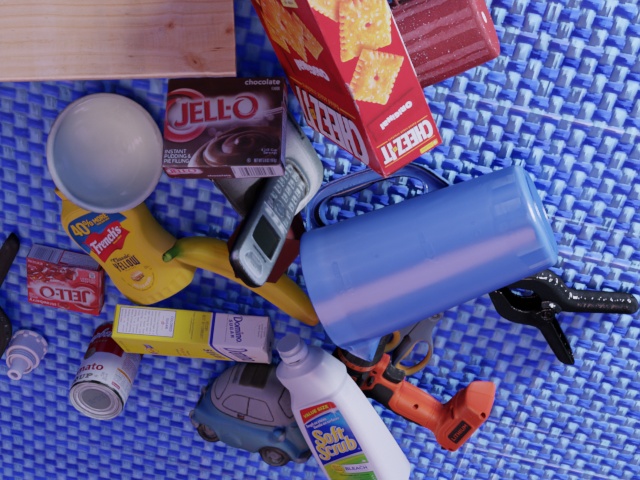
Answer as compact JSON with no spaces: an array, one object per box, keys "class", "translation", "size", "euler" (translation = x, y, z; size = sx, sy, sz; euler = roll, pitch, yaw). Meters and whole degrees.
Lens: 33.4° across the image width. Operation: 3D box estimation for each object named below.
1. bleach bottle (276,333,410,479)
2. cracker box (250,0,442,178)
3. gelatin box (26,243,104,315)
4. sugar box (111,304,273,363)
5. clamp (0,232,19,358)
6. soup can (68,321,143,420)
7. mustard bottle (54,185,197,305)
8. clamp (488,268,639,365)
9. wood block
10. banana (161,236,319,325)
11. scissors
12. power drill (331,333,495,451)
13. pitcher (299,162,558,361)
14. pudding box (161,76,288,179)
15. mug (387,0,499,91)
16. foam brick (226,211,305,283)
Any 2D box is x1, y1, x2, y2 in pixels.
[{"class":"bleach bottle","translation":[0.012,0.202,1.226],"size":[0.103,0.068,0.250],"euler":[-8,129,32]},{"class":"cracker box","translation":[0.006,-0.177,0.923],"size":[0.072,0.164,0.213],"euler":[-33,124,-10]},{"class":"gelatin box","translation":[-0.299,0.047,1.254],"size":[0.089,0.030,0.073],"euler":[12,130,1]},{"class":"sugar box","translation":[-0.145,0.110,1.236],"size":[0.176,0.048,0.093],"euler":[6,164,4]},{"class":"clamp","translation":[-0.434,0.075,1.286],"size":[0.164,0.036,0.210],"euler":[8,120,7]},{"class":"soup can","translation":[-0.257,0.157,1.290],"size":[0.068,0.102,0.068],"euler":[5,130,6]},{"class":"mustard bottle","translation":[-0.227,-0.014,1.172],"size":[0.096,0.058,0.191],"euler":[-20,122,31]},{"class":"clamp","translation":[0.257,0.066,1.161],"size":[0.171,0.039,0.120],"euler":[32,121,-24]},{"class":"wood block","translation":[-0.179,-0.190,0.953],"size":[0.206,0.091,0.090],"euler":[-2,99,-4]},{"class":"banana","translation":[-0.088,0.038,1.183],"size":[0.197,0.069,0.037],"euler":[23,130,-22]},{"class":"scissors","translation":[0.109,0.081,1.215],"size":[0.096,0.016,0.202],"euler":[17,130,-3]},{"class":"power drill","translation":[0.102,0.160,1.229],"size":[0.187,0.057,0.185],"euler":[26,140,-1]},{"class":"pitcher","translation":[0.105,0.004,1.081],"size":[0.243,0.145,0.149],"euler":[-21,128,16]},{"class":"pudding box","translation":[-0.088,-0.104,0.988],"size":[0.113,0.090,0.039],"euler":[0,163,4]},{"class":"mug","translation":[0.103,-0.195,0.944],"size":[0.082,0.093,0.117],"euler":[-20,119,19]},{"class":"foam brick","translation":[-0.058,0.001,1.147],"size":[0.051,0.053,0.078],"euler":[10,135,-32]}]
